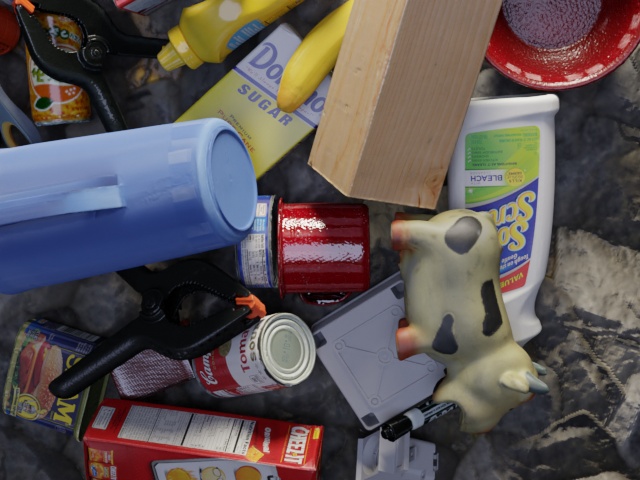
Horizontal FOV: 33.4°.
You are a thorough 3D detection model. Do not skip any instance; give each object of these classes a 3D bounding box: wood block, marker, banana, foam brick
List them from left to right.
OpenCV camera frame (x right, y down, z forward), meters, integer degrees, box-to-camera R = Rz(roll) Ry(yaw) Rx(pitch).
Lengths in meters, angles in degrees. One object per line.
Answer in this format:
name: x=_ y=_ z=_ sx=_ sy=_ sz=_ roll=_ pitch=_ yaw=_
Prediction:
foam brick: x=-0.158 y=0.116 z=1.026 sx=0.078 sy=0.053 sz=0.051 roll=-22 pitch=95 yaw=8
banana: x=0.040 y=-0.181 z=0.940 sx=0.197 sy=0.037 sz=0.069 roll=-26 pitch=84 yaw=-10
wood block: x=0.071 y=-0.142 z=0.896 sx=0.090 sy=0.090 sz=0.206 roll=7 pitch=110 yaw=-28
marker: x=0.103 y=0.155 z=0.980 sx=0.120 sy=0.020 sz=0.020 roll=-21 pitch=97 yaw=-33

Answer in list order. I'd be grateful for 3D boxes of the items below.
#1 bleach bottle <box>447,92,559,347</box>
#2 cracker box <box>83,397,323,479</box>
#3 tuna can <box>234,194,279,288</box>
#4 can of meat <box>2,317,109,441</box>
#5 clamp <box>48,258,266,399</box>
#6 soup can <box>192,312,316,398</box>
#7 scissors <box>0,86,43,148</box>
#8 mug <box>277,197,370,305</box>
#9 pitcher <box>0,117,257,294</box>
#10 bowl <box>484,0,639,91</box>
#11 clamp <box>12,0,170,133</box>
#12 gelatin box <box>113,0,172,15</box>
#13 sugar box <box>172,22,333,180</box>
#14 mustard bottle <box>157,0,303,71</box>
bleach bottle: x=0.169 y=-0.004 z=0.965 sx=0.102 sy=0.068 sz=0.251 roll=-3 pitch=100 yaw=9
cracker box: x=-0.108 y=0.240 z=1.007 sx=0.214 sy=0.072 sz=0.164 roll=7 pitch=121 yaw=5
tuna can: x=-0.056 y=0.001 z=0.979 sx=0.034 sy=0.086 sz=0.086 roll=-1 pitch=98 yaw=4
can of meat: x=-0.255 y=0.133 z=1.038 sx=0.084 sy=0.057 sz=0.102 roll=17 pitch=100 yaw=6
clamp: x=-0.152 y=0.072 z=0.967 sx=0.210 sy=0.036 sz=0.164 roll=3 pitch=69 yaw=25
soup can: x=-0.061 y=0.106 z=0.981 sx=0.102 sy=0.068 sz=0.068 roll=-17 pitch=98 yaw=46
scissors: x=-0.285 y=-0.136 z=0.956 sx=0.096 sy=0.016 sz=0.202 roll=32 pitch=143 yaw=1
mug: x=0.004 y=0.016 z=0.980 sx=0.081 sy=0.093 sz=0.117 roll=-1 pitch=129 yaw=2
pitcher: x=-0.187 y=-0.032 z=0.920 sx=0.243 sy=0.149 sz=0.145 roll=-9 pitch=134 yaw=21
bowl: x=0.205 y=-0.212 z=0.932 sx=0.162 sy=0.055 sz=0.162 roll=1 pitch=99 yaw=7
clamp: x=-0.205 y=-0.157 z=0.961 sx=0.171 sy=0.039 sz=0.120 roll=25 pitch=80 yaw=-20
gelatin box: x=-0.145 y=-0.233 z=0.954 sx=0.073 sy=0.089 sz=0.030 roll=-27 pitch=93 yaw=9
sugar box: x=-0.066 y=-0.109 z=0.985 sx=0.176 sy=0.048 sz=0.093 roll=-42 pitch=91 yaw=12
mustard bottle: x=-0.063 y=-0.210 z=0.944 sx=0.192 sy=0.096 sz=0.058 roll=-33 pitch=98 yaw=10
